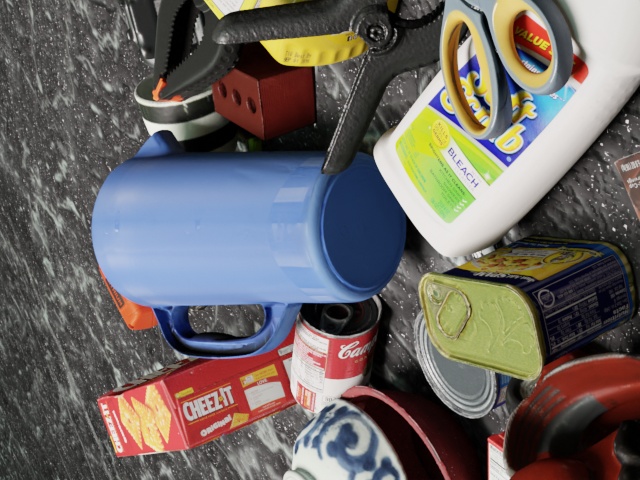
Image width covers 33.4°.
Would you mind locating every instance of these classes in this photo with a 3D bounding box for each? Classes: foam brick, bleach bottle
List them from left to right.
[{"bbox_3d":[-0.047,-0.121,0.856,0.078,0.051,0.053,33,136,46],"label":"foam brick"},{"bbox_3d":[0.117,-0.093,0.589,0.102,0.068,0.251,59,148,19],"label":"bleach bottle"}]

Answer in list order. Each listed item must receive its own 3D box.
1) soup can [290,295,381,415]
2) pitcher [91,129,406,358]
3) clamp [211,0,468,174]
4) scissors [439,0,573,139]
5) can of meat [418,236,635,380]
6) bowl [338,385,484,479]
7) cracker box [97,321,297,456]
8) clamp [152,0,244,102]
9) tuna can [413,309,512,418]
[{"bbox_3d":[0.011,0.090,0.882,0.069,0.068,0.102,45,144,36],"label":"soup can"},{"bbox_3d":[-0.055,0.001,0.831,0.243,0.145,0.149,0,139,44],"label":"pitcher"},{"bbox_3d":[0.034,-0.117,0.641,0.120,0.172,0.039,56,-162,-26],"label":"clamp"},{"bbox_3d":[0.081,-0.152,0.546,0.096,0.016,0.202,2,105,55],"label":"scissors"},{"bbox_3d":[0.123,0.036,0.638,0.102,0.083,0.057,8,116,58],"label":"can of meat"},{"bbox_3d":[0.078,0.180,0.841,0.162,0.055,0.162,39,140,42],"label":"bowl"},{"bbox_3d":[-0.102,0.140,1.010,0.214,0.163,0.072,-23,87,61],"label":"cracker box"},{"bbox_3d":[-0.072,-0.189,0.812,0.165,0.036,0.210,43,120,35],"label":"clamp"},{"bbox_3d":[0.105,0.079,0.750,0.086,0.033,0.086,38,139,42],"label":"tuna can"}]
